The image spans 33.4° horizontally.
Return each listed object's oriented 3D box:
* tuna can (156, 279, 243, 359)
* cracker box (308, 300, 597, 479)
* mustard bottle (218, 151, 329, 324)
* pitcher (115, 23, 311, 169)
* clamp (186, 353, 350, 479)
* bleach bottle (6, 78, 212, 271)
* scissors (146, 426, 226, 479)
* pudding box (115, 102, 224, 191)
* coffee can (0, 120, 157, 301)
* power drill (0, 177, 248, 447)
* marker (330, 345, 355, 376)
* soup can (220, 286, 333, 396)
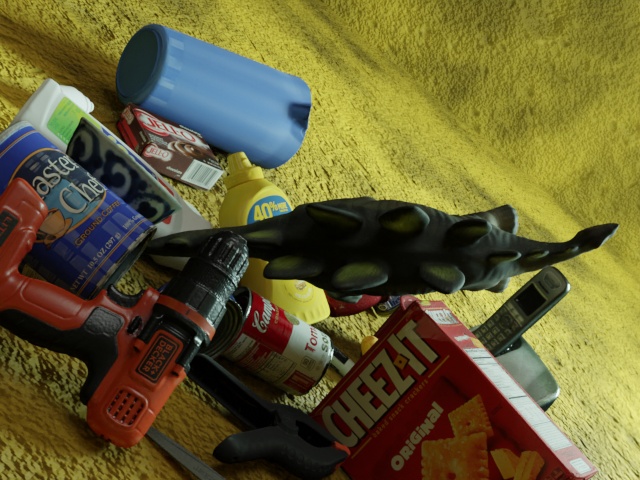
[{"bbox_3d":[-0.112,0.069,0.921,0.086,0.086,0.034,20,26,-46],"label":"tuna can"},{"bbox_3d":[0.112,0.184,0.963,0.214,0.164,0.072,49,18,24],"label":"cracker box"},{"bbox_3d":[-0.057,0.001,1.098,0.096,0.058,0.191,-16,85,-51],"label":"mustard bottle"},{"bbox_3d":[-0.144,-0.186,1.381,0.242,0.149,0.145,19,35,-41],"label":"pitcher"},{"bbox_3d":[-0.046,0.157,0.920,0.171,0.039,0.120,30,24,-45],"label":"clamp"},{"bbox_3d":[-0.196,-0.050,1.067,0.250,0.068,0.102,36,31,-15],"label":"bleach bottle"},{"bbox_3d":[-0.062,0.211,0.788,0.202,0.016,0.096,23,45,6],"label":"scissors"},{"bbox_3d":[-0.181,-0.112,1.280,0.113,0.039,0.090,24,23,-41],"label":"pudding box"},{"bbox_3d":[-0.221,-0.016,0.881,0.140,0.103,0.102,39,19,-2],"label":"coffee can"},{"bbox_3d":[-0.167,0.034,0.798,0.187,0.184,0.057,32,-21,-2],"label":"power drill"},{"bbox_3d":[-0.009,0.104,1.144,0.121,0.020,0.020,41,19,4],"label":"marker"},{"bbox_3d":[-0.047,0.097,1.011,0.102,0.069,0.068,32,20,-23],"label":"soup can"}]
